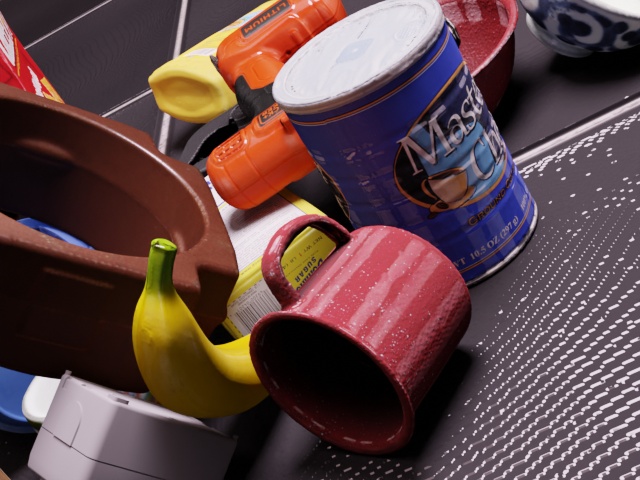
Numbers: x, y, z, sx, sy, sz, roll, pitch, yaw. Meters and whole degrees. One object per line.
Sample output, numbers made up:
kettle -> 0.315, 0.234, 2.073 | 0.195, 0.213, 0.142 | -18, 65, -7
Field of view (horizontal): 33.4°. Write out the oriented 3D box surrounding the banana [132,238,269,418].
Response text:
banana -> -0.050, 0.059, 0.545 | 0.037, 0.197, 0.069 | 28, 83, 20

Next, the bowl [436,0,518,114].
bowl -> 0.077, -0.110, 0.760 | 0.162, 0.055, 0.162 | -27, 30, 17

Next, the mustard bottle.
mustard bottle -> -0.063, -0.177, 0.991 | 0.096, 0.058, 0.191 | 5, 36, 41

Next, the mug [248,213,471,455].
mug -> 0.017, 0.038, 0.536 | 0.093, 0.117, 0.081 | -26, 18, 50

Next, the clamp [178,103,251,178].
clamp -> -0.045, -0.093, 0.849 | 0.120, 0.039, 0.171 | 8, 54, 50

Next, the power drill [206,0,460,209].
power drill -> -0.003, -0.118, 0.738 | 0.184, 0.057, 0.188 | -32, 30, 9

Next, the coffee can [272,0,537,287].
coffee can -> 0.050, -0.053, 0.611 | 0.103, 0.140, 0.103 | -24, 29, 14

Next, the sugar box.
sugar box -> -0.055, 0.001, 0.734 | 0.093, 0.048, 0.176 | -38, 25, -7
